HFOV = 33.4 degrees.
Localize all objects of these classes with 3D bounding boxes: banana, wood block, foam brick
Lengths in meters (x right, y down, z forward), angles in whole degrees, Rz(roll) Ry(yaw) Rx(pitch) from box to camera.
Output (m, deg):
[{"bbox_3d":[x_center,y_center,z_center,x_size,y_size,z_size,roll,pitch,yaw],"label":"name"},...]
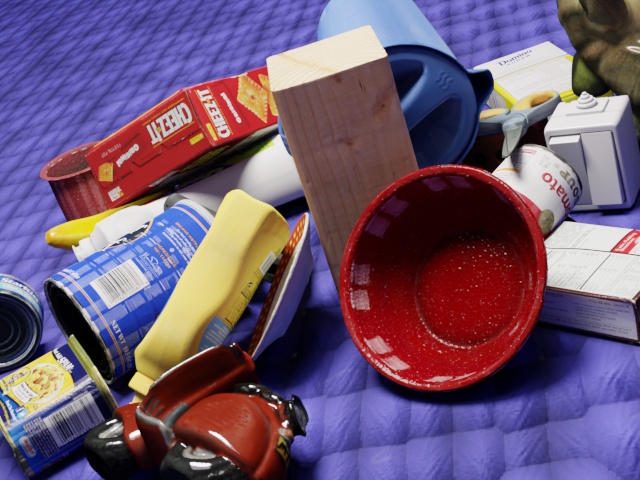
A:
[{"bbox_3d":[-0.213,-0.038,1.160,0.197,0.069,0.037,-50,7,-37],"label":"banana"},{"bbox_3d":[0.031,-0.051,0.851,0.090,0.206,0.091,-17,26,3],"label":"wood block"},{"bbox_3d":[0.176,-0.090,1.007,0.078,0.053,0.051,-8,28,24],"label":"foam brick"}]

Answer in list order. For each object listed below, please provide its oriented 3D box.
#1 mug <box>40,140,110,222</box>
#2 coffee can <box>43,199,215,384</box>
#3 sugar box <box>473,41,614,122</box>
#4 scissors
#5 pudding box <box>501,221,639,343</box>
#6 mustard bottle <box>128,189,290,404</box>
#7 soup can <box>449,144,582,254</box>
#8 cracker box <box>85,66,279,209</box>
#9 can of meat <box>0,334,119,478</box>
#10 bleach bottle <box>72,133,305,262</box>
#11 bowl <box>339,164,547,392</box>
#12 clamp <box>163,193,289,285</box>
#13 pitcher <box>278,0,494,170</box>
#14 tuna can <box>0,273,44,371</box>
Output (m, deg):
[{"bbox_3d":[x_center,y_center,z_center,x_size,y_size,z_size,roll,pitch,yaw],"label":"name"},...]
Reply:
[{"bbox_3d":[-0.247,-0.062,1.209,0.117,0.081,0.093,-32,28,-24],"label":"mug"},{"bbox_3d":[-0.148,0.042,0.911,0.140,0.103,0.103,-33,29,-26],"label":"coffee can"},{"bbox_3d":[0.229,-0.155,1.109,0.093,0.048,0.176,-19,22,0],"label":"sugar box"},{"bbox_3d":[0.150,-0.094,0.914,0.096,0.016,0.201,-11,16,33],"label":"scissors"},{"bbox_3d":[0.203,0.027,0.775,0.114,0.039,0.089,8,37,47],"label":"pudding box"},{"bbox_3d":[-0.093,0.058,0.834,0.058,0.096,0.191,28,79,7],"label":"mustard bottle"},{"bbox_3d":[0.152,-0.019,0.842,0.069,0.068,0.102,13,53,48],"label":"soup can"},{"bbox_3d":[-0.117,-0.118,1.127,0.164,0.072,0.213,-27,0,36],"label":"cracker box"},{"bbox_3d":[-0.210,0.129,0.836,0.083,0.057,0.102,-30,27,-16],"label":"can of meat"},{"bbox_3d":[-0.130,-0.032,1.086,0.250,0.068,0.103,-25,12,-7],"label":"bleach bottle"},{"bbox_3d":[0.095,0.030,0.765,0.162,0.162,0.055,-1,-12,33],"label":"bowl"},{"bbox_3d":[-0.056,0.001,0.981,0.120,0.039,0.172,-1,26,-40],"label":"clamp"},{"bbox_3d":[0.049,-0.153,0.990,0.149,0.145,0.243,19,25,-15],"label":"pitcher"},{"bbox_3d":[-0.295,0.075,0.967,0.086,0.086,0.034,-21,27,-3],"label":"tuna can"}]
